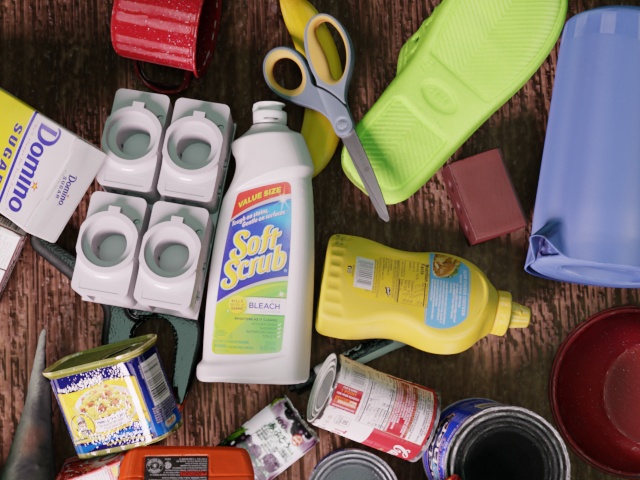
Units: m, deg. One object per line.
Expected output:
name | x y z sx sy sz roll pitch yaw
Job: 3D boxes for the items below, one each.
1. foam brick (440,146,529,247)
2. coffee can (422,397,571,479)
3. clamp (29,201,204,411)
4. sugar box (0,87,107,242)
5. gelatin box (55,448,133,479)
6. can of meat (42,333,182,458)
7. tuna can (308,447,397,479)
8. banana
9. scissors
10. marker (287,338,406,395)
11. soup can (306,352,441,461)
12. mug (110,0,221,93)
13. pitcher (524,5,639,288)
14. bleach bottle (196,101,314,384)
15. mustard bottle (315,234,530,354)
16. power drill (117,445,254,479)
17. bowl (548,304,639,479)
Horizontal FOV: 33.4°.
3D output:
foam brick | 0.151 -0.039 0.988 0.051 0.053 0.078 -19 84 -4
coffee can | 0.147 0.190 0.919 0.103 0.140 0.103 0 84 -2
clamp | -0.154 0.052 0.979 0.164 0.036 0.210 -25 81 -3
sugar box | -0.278 -0.079 0.945 0.176 0.048 0.093 29 88 33
gelatin box | -0.190 0.202 0.936 0.073 0.089 0.030 -19 95 -4
can of meat | -0.179 0.136 0.929 0.102 0.057 0.084 -15 99 20
tuna can | 0.029 0.231 0.966 0.086 0.034 0.086 0 84 -1
banana | -0.011 -0.139 1.002 0.069 0.037 0.198 4 84 -1
scissors | 0.002 -0.106 0.968 0.096 0.016 0.202 -11 80 18
marker | 0.026 0.111 0.985 0.121 0.020 0.020 -24 85 -4
soup can | 0.047 0.148 0.948 0.102 0.068 0.068 22 84 -11
mug | -0.143 -0.192 0.987 0.081 0.093 0.117 12 120 4
pitcher | 0.270 -0.078 0.965 0.145 0.149 0.243 6 81 14
bleach bottle | -0.056 0.001 0.961 0.103 0.068 0.251 0 86 14
mustard bottle | 0.095 0.054 0.968 0.191 0.058 0.096 10 52 -1
power drill | -0.099 0.240 0.893 0.184 0.188 0.057 0 50 -9
bowl | 0.294 0.139 0.971 0.162 0.055 0.162 0 84 -2
